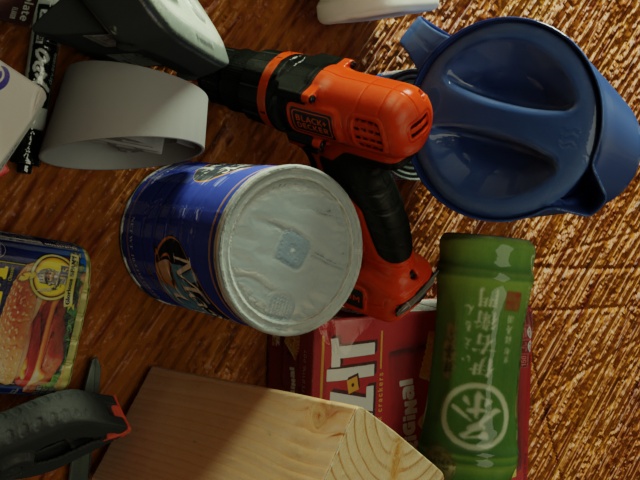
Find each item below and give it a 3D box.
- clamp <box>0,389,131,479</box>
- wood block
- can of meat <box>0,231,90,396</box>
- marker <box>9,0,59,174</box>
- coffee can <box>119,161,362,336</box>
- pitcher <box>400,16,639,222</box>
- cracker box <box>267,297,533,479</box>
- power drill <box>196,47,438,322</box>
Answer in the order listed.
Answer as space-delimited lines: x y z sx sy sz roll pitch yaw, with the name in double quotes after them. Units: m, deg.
-0.200 0.130 0.645 0.171 0.120 0.039 0 60 -45 "clamp"
-0.039 0.148 0.666 0.090 0.207 0.090 42 64 -34 "wood block"
-0.193 0.044 0.649 0.083 0.058 0.102 11 95 -37 "can of meat"
-0.177 -0.102 0.671 0.020 0.020 0.121 9 90 -34 "marker"
-0.055 0.001 0.690 0.102 0.141 0.103 -4 97 -34 "coffee can"
0.159 -0.086 0.794 0.242 0.145 0.149 0 87 -64 "pitcher"
0.066 0.130 0.825 0.213 0.072 0.164 -1 95 -33 "cracker box"
0.002 -0.041 0.730 0.057 0.185 0.187 -43 136 -30 "power drill"
